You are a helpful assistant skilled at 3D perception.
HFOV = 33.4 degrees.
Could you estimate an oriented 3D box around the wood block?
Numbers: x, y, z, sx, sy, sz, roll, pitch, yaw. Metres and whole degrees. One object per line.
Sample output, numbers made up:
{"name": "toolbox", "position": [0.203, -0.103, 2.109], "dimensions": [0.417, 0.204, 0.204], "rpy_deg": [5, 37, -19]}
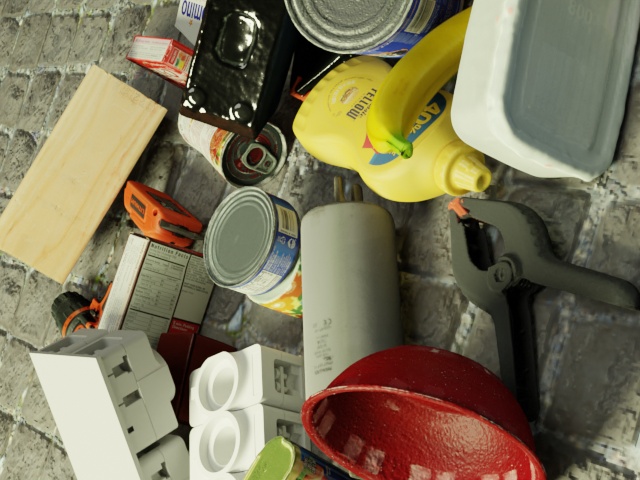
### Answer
{"name": "wood block", "position": [-0.252, -0.069, 1.108], "dimensions": [0.206, 0.090, 0.091], "rpy_deg": [-59, 13, -3]}

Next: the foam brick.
{"name": "foam brick", "position": [-0.117, 0.125, 0.955], "dimensions": [0.053, 0.051, 0.078], "rpy_deg": [-3, 72, 47]}

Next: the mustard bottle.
{"name": "mustard bottle", "position": [0.065, -0.081, 0.839], "dimensions": [0.096, 0.058, 0.192], "rpy_deg": [-44, 42, -9]}

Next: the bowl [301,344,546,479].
{"name": "bowl", "position": [0.071, 0.115, 0.694], "dimensions": [0.162, 0.162, 0.055], "rpy_deg": [-13, 44, 43]}

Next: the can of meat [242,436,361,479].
{"name": "can of meat", "position": [-0.018, 0.202, 0.771], "dimensions": [0.102, 0.083, 0.058], "rpy_deg": [-59, 27, -8]}

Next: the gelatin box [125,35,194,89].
{"name": "gelatin box", "position": [-0.149, -0.180, 1.096], "dimensions": [0.089, 0.073, 0.030], "rpy_deg": [18, 83, 53]}

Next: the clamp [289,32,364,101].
{"name": "clamp", "position": [0.036, -0.217, 0.946], "dimensions": [0.165, 0.036, 0.210], "rpy_deg": [25, 92, 52]}

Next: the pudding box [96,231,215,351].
{"name": "pudding box", "position": [-0.151, 0.057, 0.990], "dimensions": [0.039, 0.089, 0.113], "rpy_deg": [13, 84, 47]}

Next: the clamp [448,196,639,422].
{"name": "clamp", "position": [0.144, 0.024, 0.729], "dimensions": [0.120, 0.039, 0.171], "rpy_deg": [-42, 52, 27]}

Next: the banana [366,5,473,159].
{"name": "banana", "position": [0.086, -0.122, 0.796], "dimensions": [0.070, 0.037, 0.197], "rpy_deg": [13, 52, 35]}

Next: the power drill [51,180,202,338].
{"name": "power drill", "position": [-0.201, 0.038, 1.080], "dimensions": [0.185, 0.057, 0.188], "rpy_deg": [34, 101, 51]}

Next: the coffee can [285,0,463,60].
{"name": "coffee can", "position": [0.045, -0.193, 0.826], "dimensions": [0.103, 0.140, 0.103], "rpy_deg": [3, 98, 21]}

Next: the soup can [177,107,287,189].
{"name": "soup can", "position": [-0.085, -0.099, 1.003], "dimensions": [0.068, 0.068, 0.102], "rpy_deg": [-59, 41, 10]}

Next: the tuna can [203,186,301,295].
{"name": "tuna can", "position": [-0.056, 0.001, 0.874], "dimensions": [0.086, 0.033, 0.086], "rpy_deg": [-20, 60, 40]}
